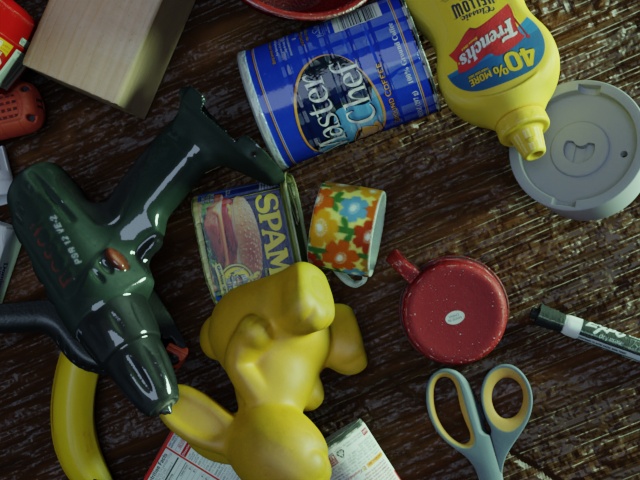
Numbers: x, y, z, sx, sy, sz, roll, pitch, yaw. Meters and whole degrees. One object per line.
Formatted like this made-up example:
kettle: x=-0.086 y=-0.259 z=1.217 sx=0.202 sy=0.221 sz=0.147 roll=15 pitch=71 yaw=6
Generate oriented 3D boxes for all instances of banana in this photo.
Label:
banana: x=-0.199 y=0.136 z=0.923 sx=0.069 sy=0.037 sz=0.198 roll=-3 pitch=91 yaw=-22

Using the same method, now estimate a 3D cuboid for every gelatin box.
gelatin box: x=-0.096 y=0.196 z=0.910 sx=0.089 sy=0.030 sz=0.073 roll=30 pitch=93 yaw=7

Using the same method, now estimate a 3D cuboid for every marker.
marker: x=0.231 y=0.079 z=0.880 sx=0.121 sy=0.020 sz=0.020 roll=19 pitch=91 yaw=7

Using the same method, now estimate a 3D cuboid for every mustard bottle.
mustard bottle: x=0.136 y=-0.148 z=0.850 sx=0.096 sy=0.058 sz=0.192 roll=-21 pitch=68 yaw=7

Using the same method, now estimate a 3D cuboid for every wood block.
wood block: x=-0.158 y=-0.218 z=0.898 sx=0.090 sy=0.090 sz=0.206 roll=23 pitch=91 yaw=7

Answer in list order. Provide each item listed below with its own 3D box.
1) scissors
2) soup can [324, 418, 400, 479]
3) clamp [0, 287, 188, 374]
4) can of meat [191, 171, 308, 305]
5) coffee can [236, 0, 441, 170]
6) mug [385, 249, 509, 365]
scissors: x=0.158 y=0.191 z=0.887 sx=0.096 sy=0.016 sz=0.202 roll=-29 pitch=85 yaw=5
soup can: x=0.033 y=0.207 z=0.875 sx=0.068 sy=0.068 sz=0.102 roll=-34 pitch=85 yaw=5
clamp: x=-0.202 y=0.041 z=0.892 sx=0.210 sy=0.036 sz=0.164 roll=23 pitch=62 yaw=-5
can of meat: x=-0.056 y=0.001 z=0.898 sx=0.084 sy=0.057 sz=0.102 roll=-12 pitch=87 yaw=8
coffee can: x=0.015 y=-0.129 z=0.869 sx=0.140 sy=0.102 sz=0.103 roll=-20 pitch=86 yaw=6
mug: x=0.100 y=0.049 z=0.864 sx=0.117 sy=0.081 sz=0.093 roll=45 pitch=93 yaw=6
